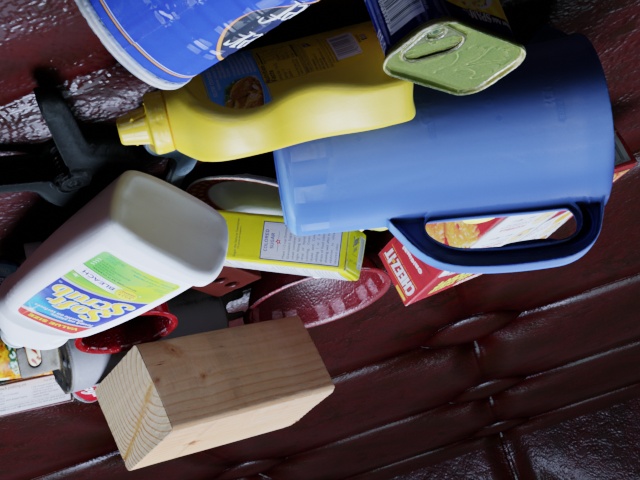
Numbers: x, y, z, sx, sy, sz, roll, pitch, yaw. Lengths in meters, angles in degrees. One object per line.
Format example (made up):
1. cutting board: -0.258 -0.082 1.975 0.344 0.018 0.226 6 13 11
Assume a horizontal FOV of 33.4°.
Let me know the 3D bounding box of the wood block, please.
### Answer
1. wood block: -0.099 0.145 1.045 0.205 0.090 0.091 -7 152 -45

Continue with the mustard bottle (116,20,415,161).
1. mustard bottle: -0.040 -0.094 0.709 0.191 0.096 0.058 -14 128 -7

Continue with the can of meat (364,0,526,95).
1. can of meat: 0.073 -0.147 0.675 0.101 0.084 0.058 6 149 -46

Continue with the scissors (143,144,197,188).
1. scissors: -0.119 -0.061 0.823 0.096 0.016 0.202 -14 162 -41

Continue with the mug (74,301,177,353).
1. mug: -0.180 0.051 0.976 0.093 0.081 0.117 -22 158 12

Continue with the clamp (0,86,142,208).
1. clamp: -0.194 -0.052 0.770 0.120 0.039 0.171 -21 159 16

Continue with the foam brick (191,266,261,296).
1. foam brick: -0.099 0.015 0.990 0.053 0.051 0.078 -25 158 20

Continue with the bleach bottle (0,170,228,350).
1. bleach bottle: -0.184 0.036 0.852 0.102 0.068 0.251 29 140 -26

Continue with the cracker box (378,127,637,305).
1. cracker box: 0.174 -0.031 1.034 0.163 0.072 0.214 -19 163 -32

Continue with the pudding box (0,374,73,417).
1. pudding box: -0.328 0.153 1.105 0.090 0.039 0.113 7 -169 42

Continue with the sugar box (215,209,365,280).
1. sugar box: -0.056 0.001 0.887 0.176 0.048 0.093 8 175 10

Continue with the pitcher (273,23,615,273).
1. pitcher: 0.088 -0.062 0.794 0.243 0.149 0.145 -9 119 0

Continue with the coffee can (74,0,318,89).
1. coffee can: -0.046 -0.154 0.541 0.140 0.103 0.102 -27 157 23

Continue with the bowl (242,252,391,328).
1. bowl: -0.010 0.041 1.120 0.162 0.055 0.162 -15 159 -6
